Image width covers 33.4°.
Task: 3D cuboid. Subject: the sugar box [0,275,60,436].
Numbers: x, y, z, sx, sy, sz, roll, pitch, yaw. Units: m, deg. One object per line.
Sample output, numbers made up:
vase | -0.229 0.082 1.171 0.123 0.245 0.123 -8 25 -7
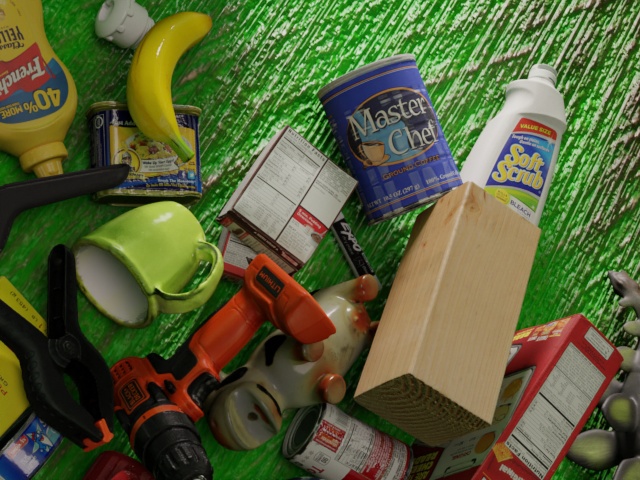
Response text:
sugar box | -0.278 0.115 0.829 0.093 0.048 0.176 50 37 -13

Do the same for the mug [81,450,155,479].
mug | -0.167 0.220 0.861 0.093 0.117 0.081 27 61 12

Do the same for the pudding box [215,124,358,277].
pudding box | -0.029 -0.037 0.987 0.090 0.039 0.113 38 60 -11

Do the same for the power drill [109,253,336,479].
power drill | -0.081 0.106 0.866 0.187 0.185 0.057 -40 125 -7

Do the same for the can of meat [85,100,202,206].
can of meat | -0.157 -0.076 0.960 0.102 0.058 0.084 0 80 -25

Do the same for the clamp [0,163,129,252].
clamp | -0.284 -0.050 0.870 0.210 0.036 0.164 -41 109 -7

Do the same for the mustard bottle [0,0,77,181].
mustard bottle | -0.265 -0.135 0.923 0.096 0.058 0.191 -21 88 -26

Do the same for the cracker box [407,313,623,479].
cracker box | 0.166 0.177 0.991 0.072 0.164 0.213 43 65 -8

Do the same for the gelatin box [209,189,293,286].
gelatin box | -0.057 0.001 1.003 0.073 0.030 0.089 21 68 -19

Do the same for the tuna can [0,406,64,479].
tuna can | -0.244 0.173 0.849 0.033 0.086 0.086 46 65 -11

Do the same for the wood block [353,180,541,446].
wood block | 0.115 0.064 0.946 0.090 0.090 0.206 32 56 -16

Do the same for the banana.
banana | -0.137 -0.151 0.950 0.069 0.037 0.197 37 39 -33

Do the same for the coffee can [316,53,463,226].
coffee can | 0.069 -0.097 1.041 0.102 0.103 0.140 -20 87 -27

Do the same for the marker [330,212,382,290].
marker | 0.025 -0.002 1.047 0.020 0.020 0.121 -29 91 -27

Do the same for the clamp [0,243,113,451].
clamp | -0.210 0.083 0.860 0.120 0.039 0.171 -38 101 -50

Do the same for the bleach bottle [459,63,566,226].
bleach bottle | 0.196 -0.082 1.120 0.102 0.068 0.250 29 66 -17

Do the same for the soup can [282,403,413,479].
soup can | 0.025 0.193 0.977 0.102 0.069 0.068 32 67 -14
